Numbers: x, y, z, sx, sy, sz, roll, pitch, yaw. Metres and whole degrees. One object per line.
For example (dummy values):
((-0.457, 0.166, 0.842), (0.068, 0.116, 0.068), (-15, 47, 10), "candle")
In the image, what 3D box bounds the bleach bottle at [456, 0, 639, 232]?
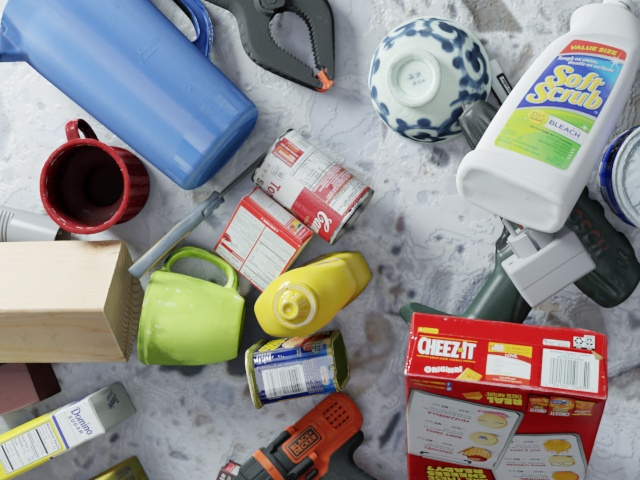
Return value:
((0.216, -0.129, 0.942), (0.103, 0.068, 0.250), (24, 63, 13), "bleach bottle")

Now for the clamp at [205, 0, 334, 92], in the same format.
((-0.060, -0.230, 1.036), (0.164, 0.036, 0.210), (-28, 94, -4), "clamp")

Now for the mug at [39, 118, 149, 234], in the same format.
((-0.225, -0.065, 1.064), (0.093, 0.081, 0.117), (-22, 90, 10), "mug")

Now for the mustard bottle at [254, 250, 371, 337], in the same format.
((-0.010, 0.051, 0.978), (0.096, 0.191, 0.058), (-25, 89, 10), "mustard bottle")

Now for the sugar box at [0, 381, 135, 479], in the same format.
((-0.285, 0.203, 1.087), (0.176, 0.093, 0.048), (-29, 89, 10), "sugar box")

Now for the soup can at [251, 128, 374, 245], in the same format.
((-0.008, -0.053, 1.034), (0.102, 0.068, 0.068), (39, 99, 6), "soup can")

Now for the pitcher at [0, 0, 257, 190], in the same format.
((-0.174, -0.171, 1.034), (0.243, 0.144, 0.149), (42, 111, 1), "pitcher")

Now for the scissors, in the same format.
((-0.117, -0.030, 1.073), (0.201, 0.096, 0.016), (-44, 96, -21), "scissors")

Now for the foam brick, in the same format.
((-0.322, 0.151, 1.110), (0.078, 0.053, 0.051), (-21, 90, 10), "foam brick")

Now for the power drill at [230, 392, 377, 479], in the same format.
((0.008, 0.264, 1.018), (0.184, 0.057, 0.188), (-39, 76, -13), "power drill")

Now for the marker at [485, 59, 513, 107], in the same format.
((0.189, -0.117, 1.020), (0.020, 0.020, 0.121), (-30, 88, 10), "marker")

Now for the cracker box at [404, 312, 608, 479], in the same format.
((0.160, 0.153, 0.952), (0.164, 0.214, 0.072), (5, 55, 10), "cracker box")

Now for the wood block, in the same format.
((-0.292, 0.062, 1.065), (0.206, 0.090, 0.090), (-1, 137, 10), "wood block")

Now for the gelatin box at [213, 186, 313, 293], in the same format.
((-0.057, 0.001, 1.045), (0.073, 0.030, 0.089), (39, 135, 6), "gelatin box")

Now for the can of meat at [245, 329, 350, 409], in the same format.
((-0.020, 0.122, 1.031), (0.084, 0.102, 0.057), (-10, 92, 8), "can of meat")
